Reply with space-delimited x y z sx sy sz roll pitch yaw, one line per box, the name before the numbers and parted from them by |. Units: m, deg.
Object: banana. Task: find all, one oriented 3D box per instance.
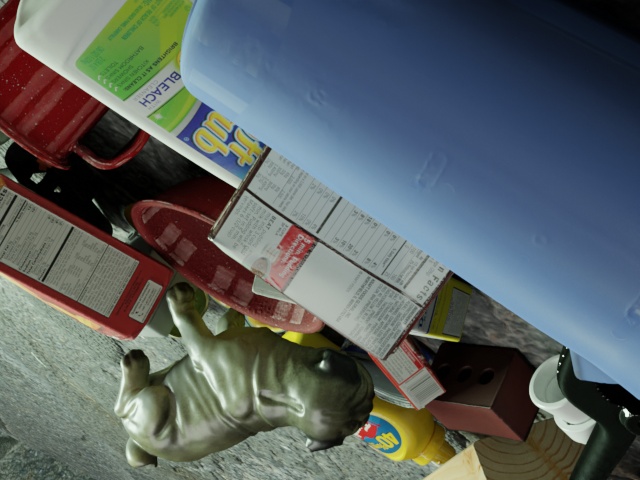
banana | -0.073 0.024 0.873 0.197 0.037 0.070 34 156 -11

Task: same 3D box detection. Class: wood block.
wood block | 0.158 0.221 0.907 0.090 0.091 0.206 -14 161 -13

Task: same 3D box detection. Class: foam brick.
foam brick | 0.123 0.115 0.814 0.078 0.053 0.051 -1 143 49

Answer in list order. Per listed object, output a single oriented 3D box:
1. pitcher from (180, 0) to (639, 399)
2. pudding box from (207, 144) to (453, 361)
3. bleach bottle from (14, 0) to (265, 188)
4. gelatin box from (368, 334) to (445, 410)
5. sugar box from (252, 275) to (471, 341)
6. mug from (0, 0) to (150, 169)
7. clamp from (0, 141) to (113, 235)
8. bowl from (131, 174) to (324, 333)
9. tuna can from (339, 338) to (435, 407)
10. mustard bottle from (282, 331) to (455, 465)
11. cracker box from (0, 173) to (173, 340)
pitcher | 0.073 -0.058 0.436 0.243 0.149 0.145 31 173 3
pudding box | 0.013 -0.007 0.532 0.113 0.039 0.090 34 113 -2
bleach bottle | -0.029 -0.075 0.563 0.250 0.068 0.103 33 121 -32
gelatin box | 0.052 0.074 0.796 0.089 0.030 0.073 51 -174 -41
sugar box | 0.033 0.029 0.661 0.093 0.048 0.176 13 174 18
mug | -0.146 -0.093 0.615 0.117 0.081 0.093 43 -176 0
clamp | -0.237 -0.051 0.904 0.120 0.039 0.171 18 157 0
bowl | -0.055 0.001 0.775 0.162 0.055 0.162 27 159 11
tuna can | 0.057 0.104 0.893 0.086 0.033 0.086 25 157 11
mustard bottle | 0.042 0.151 0.977 0.191 0.058 0.096 33 152 -9
cracker box | -0.243 -0.005 0.831 0.213 0.072 0.164 32 170 -30
